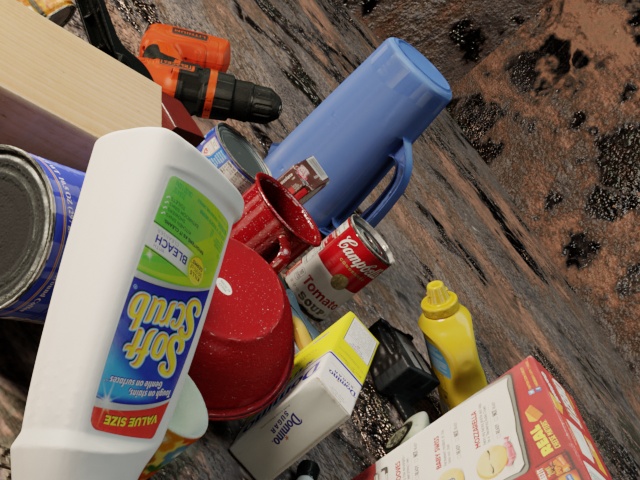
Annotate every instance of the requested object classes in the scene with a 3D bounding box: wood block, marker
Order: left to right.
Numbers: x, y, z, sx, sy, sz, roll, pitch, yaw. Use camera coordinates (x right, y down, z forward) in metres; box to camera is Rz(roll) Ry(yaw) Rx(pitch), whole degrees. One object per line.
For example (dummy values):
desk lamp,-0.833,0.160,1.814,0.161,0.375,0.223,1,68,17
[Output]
wood block,-0.217,-0.100,0.735,0.205,0.090,0.091,28,42,-37
marker,-0.015,0.198,0.799,0.020,0.020,0.121,47,15,-9

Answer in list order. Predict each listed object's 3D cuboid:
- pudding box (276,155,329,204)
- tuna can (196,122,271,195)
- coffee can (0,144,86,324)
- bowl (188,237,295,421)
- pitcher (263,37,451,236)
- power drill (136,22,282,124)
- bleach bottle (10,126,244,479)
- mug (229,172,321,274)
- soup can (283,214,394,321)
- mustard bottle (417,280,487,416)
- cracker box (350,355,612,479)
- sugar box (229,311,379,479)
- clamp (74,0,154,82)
pudding box,-0.041,-0.048,1.181,0.039,0.090,0.113,52,15,1
tuna can,-0.089,-0.079,1.108,0.086,0.034,0.086,46,17,-18
coffee can,-0.164,0.005,0.685,0.103,0.103,0.140,57,17,25
bowl,-0.079,0.048,0.782,0.162,0.055,0.162,19,46,-21
pitcher,0.051,-0.123,1.324,0.149,0.243,0.145,40,20,-12
power drill,-0.135,-0.183,1.174,0.184,0.057,0.187,12,20,-10
bleach bottle,-0.110,0.066,0.589,0.102,0.068,0.250,46,46,-49
mug,-0.057,0.001,1.033,0.093,0.081,0.117,39,18,-33
soup can,0.019,0.030,1.138,0.068,0.102,0.068,45,16,-17
mustard bottle,0.150,0.130,1.202,0.096,0.058,0.191,-121,-168,-64
cracker box,0.100,0.204,0.738,0.072,0.214,0.164,43,17,-27
sugar box,-0.009,0.121,0.860,0.048,0.093,0.176,49,15,0
clamp,-0.202,-0.170,1.022,0.209,0.036,0.164,52,31,-44
